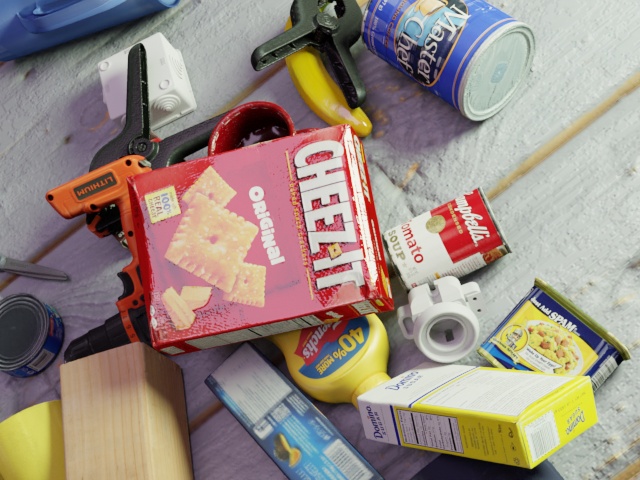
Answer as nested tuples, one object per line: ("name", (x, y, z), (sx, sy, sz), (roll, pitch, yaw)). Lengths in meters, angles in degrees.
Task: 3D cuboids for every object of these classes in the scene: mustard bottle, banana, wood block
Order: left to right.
("wood block", (-0.176, 0.211, 0.991), (0.090, 0.090, 0.206), (-18, 62, 14))
("banana", (0.000, -0.184, 1.126), (0.070, 0.037, 0.198), (-20, 62, 13))
("mustard bottle", (0.007, 0.093, 0.989), (0.096, 0.058, 0.192), (-40, 59, -5))

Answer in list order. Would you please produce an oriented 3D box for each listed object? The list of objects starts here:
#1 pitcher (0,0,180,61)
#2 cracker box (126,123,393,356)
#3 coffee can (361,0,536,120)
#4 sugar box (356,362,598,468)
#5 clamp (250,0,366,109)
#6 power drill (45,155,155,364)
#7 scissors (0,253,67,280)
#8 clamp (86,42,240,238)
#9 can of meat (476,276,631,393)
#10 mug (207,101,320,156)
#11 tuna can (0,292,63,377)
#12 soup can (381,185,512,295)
("pitcher", (-0.295, -0.291, 1.237), (0.243, 0.149, 0.145), (-17, 81, 18))
("cracker box", (-0.056, 0.001, 0.958), (0.214, 0.072, 0.164), (-13, 76, 10))
("coffee can", (0.124, -0.196, 1.044), (0.103, 0.102, 0.140), (-48, 59, -4))
("sugar box", (0.123, 0.138, 0.867), (0.177, 0.093, 0.048), (-5, 102, 50))
("clamp", (-0.008, -0.213, 1.097), (0.120, 0.039, 0.171), (18, 49, -17))
("power drill", (-0.198, 0.024, 1.056), (0.184, 0.057, 0.187), (-25, 94, -1))
("scissors", (-0.364, 0.007, 1.200), (0.202, 0.016, 0.096), (-5, 66, 19))
("clamp", (-0.170, -0.092, 1.110), (0.165, 0.036, 0.210), (22, 79, 18))
("can of meat", (0.197, 0.096, 0.912), (0.084, 0.057, 0.102), (-48, 59, -1))
("mug", (-0.044, -0.084, 1.073), (0.117, 0.081, 0.093), (-17, 62, 14))
("tuna can", (-0.316, 0.101, 1.128), (0.086, 0.033, 0.086), (-9, 65, 18))
("soup can", (0.116, 0.002, 0.980), (0.102, 0.068, 0.068), (-25, 61, 10))
